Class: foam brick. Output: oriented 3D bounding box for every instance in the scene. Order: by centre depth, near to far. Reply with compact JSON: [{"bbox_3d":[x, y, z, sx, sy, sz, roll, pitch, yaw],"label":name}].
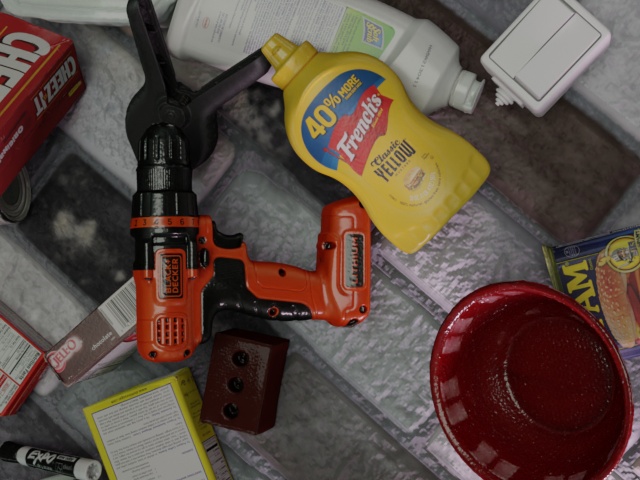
[{"bbox_3d":[-0.063,0.116,0.888,0.053,0.051,0.078,11,94,14],"label":"foam brick"}]

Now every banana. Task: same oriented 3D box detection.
[{"bbox_3d":[0.188,0.157,0.828,0.070,0.037,0.198,-29,78,29],"label":"banana"}]

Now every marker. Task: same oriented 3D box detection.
[{"bbox_3d":[-0.239,0.192,0.932,0.121,0.020,0.020,2,92,36],"label":"marker"}]

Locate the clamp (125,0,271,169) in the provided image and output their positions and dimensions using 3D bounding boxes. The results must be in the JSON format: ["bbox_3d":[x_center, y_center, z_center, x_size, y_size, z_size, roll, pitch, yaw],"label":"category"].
[{"bbox_3d":[-0.105,-0.111,0.866,0.120,0.039,0.172,21,131,10],"label":"clamp"}]

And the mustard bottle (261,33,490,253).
[{"bbox_3d":[0.031,-0.086,0.812,0.191,0.058,0.096,43,99,-5],"label":"mustard bottle"}]

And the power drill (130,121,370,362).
[{"bbox_3d":[-0.055,0.001,0.839,0.187,0.057,0.184,0,90,-16],"label":"power drill"}]

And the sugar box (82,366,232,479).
[{"bbox_3d":[-0.126,0.207,0.911,0.093,0.048,0.176,-22,90,14],"label":"sugar box"}]

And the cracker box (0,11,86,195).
[{"bbox_3d":[-0.336,-0.132,0.904,0.214,0.072,0.164,22,60,14],"label":"cracker box"}]

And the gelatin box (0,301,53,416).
[{"bbox_3d":[-0.290,0.103,0.958,0.089,0.030,0.073,37,98,11],"label":"gelatin box"}]

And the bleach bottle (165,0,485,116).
[{"bbox_3d":[0.007,-0.153,0.861,0.251,0.068,0.103,23,102,10],"label":"bleach bottle"}]

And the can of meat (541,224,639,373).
[{"bbox_3d":[0.223,0.043,0.812,0.084,0.057,0.102,-15,87,12],"label":"can of meat"}]

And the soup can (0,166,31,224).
[{"bbox_3d":[-0.317,-0.043,0.942,0.102,0.068,0.068,-7,90,14],"label":"soup can"}]

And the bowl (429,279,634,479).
[{"bbox_3d":[0.161,0.104,0.778,0.162,0.055,0.162,8,103,39],"label":"bowl"}]

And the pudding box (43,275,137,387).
[{"bbox_3d":[-0.165,0.071,0.894,0.113,0.090,0.039,-39,84,11],"label":"pudding box"}]
